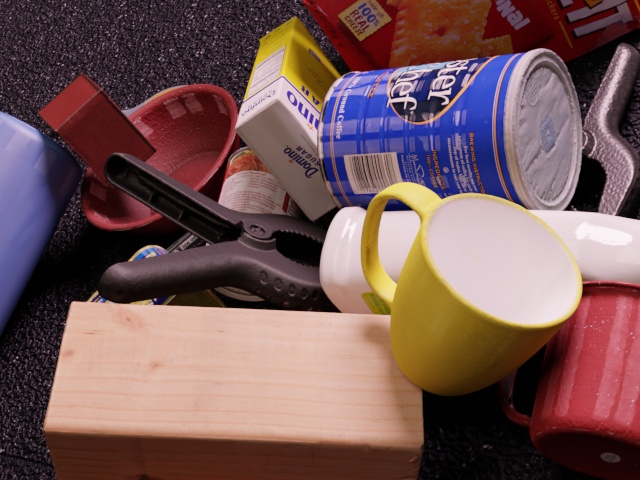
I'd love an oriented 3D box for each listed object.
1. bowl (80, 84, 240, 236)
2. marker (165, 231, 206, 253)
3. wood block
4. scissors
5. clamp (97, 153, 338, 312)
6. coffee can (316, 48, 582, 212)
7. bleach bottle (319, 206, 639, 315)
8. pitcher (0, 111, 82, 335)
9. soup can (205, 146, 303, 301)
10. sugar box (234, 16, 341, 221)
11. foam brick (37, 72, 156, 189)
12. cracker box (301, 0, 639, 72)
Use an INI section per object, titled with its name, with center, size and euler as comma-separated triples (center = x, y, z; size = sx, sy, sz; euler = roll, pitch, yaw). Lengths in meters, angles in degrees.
[bowl]
center = -0.127, -0.059, 0.925
size = 0.162, 0.055, 0.162
euler = -20, 45, 21
[marker]
center = -0.129, 0.020, 0.885
size = 0.121, 0.020, 0.020
euler = -40, 41, 0
[wood block]
center = -0.047, 0.101, 0.631
size = 0.206, 0.091, 0.090
euler = 3, 49, 0
[scissors]
center = -0.201, -0.105, 1.049
size = 0.202, 0.016, 0.096
euler = -12, 48, 28
[clamp]
center = -0.055, 0.001, 0.729
size = 0.164, 0.209, 0.036
euler = -114, 40, -52
[coffee can]
center = 0.084, -0.065, 0.690
size = 0.141, 0.102, 0.102
euler = -1, 54, 36
[bleach bottle]
center = 0.130, 0.017, 0.636
size = 0.251, 0.102, 0.068
euler = -5, 56, 34
[pitcher]
center = -0.309, 0.016, 0.916
size = 0.149, 0.144, 0.242
euler = 19, 75, 38
[soup can]
center = -0.049, -0.013, 0.819
size = 0.069, 0.068, 0.102
euler = -11, 49, 28
[sugar box]
center = -0.012, -0.097, 0.810
size = 0.048, 0.093, 0.176
euler = -33, 24, 17
[foam brick]
center = -0.187, -0.092, 0.897
size = 0.051, 0.078, 0.053
euler = -45, 39, -6
[cracker box]
center = 0.112, -0.184, 0.781
size = 0.214, 0.164, 0.072
euler = -23, 45, 18
